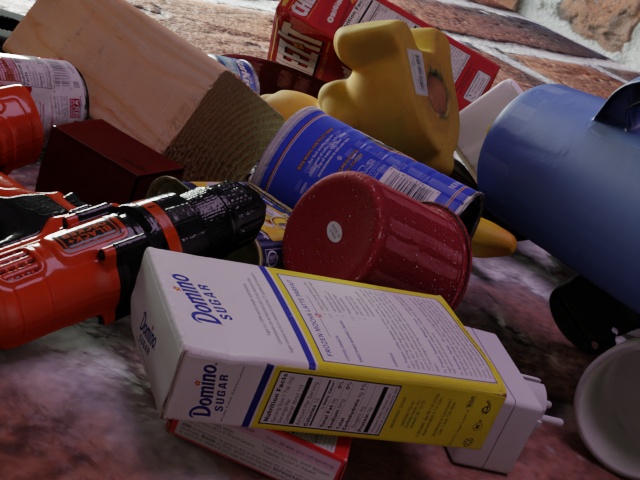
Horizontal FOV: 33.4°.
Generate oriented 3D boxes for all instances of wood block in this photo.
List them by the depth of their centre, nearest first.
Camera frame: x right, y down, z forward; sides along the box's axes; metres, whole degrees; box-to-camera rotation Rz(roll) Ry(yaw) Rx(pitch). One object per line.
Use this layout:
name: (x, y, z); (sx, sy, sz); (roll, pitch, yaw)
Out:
wood block: (-0.138, -0.120, 0.819); (0.206, 0.090, 0.090); (37, 1, 34)

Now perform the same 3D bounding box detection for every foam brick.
foam brick: (-0.141, -0.040, 0.711); (0.078, 0.051, 0.052); (31, 23, 22)

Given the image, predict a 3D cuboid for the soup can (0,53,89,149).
soup can: (-0.222, -0.097, 0.746); (0.069, 0.068, 0.102); (35, 24, 31)

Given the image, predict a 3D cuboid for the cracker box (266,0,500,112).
cracker box: (0.054, -0.173, 1.069); (0.213, 0.072, 0.164); (30, -13, 0)

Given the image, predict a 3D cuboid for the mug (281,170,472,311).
mug: (0.026, 0.019, 0.645); (0.081, 0.117, 0.093); (24, 1, -44)

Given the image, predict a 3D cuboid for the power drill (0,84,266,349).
power drill: (-0.149, -0.025, 0.608); (0.184, 0.057, 0.188); (-22, 43, -39)

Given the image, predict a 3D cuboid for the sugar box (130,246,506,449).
sugar box: (-0.002, 0.056, 0.537); (0.176, 0.048, 0.093); (9, 26, -24)

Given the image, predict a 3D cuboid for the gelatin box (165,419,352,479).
gelatin box: (-0.027, 0.087, 0.545); (0.089, 0.030, 0.073); (23, 22, 0)

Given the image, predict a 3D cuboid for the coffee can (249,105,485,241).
coffee can: (0.031, -0.020, 0.762); (0.140, 0.103, 0.102); (29, 22, 17)

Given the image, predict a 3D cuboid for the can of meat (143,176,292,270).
can of meat: (-0.055, 0.001, 0.691); (0.102, 0.057, 0.083); (35, 22, 28)

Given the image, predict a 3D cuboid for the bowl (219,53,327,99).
bowl: (-0.034, -0.119, 1.006); (0.162, 0.055, 0.162); (19, 21, -8)

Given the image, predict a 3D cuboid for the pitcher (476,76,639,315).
pitcher: (0.217, -0.026, 0.690); (0.144, 0.149, 0.243); (22, 10, -43)
